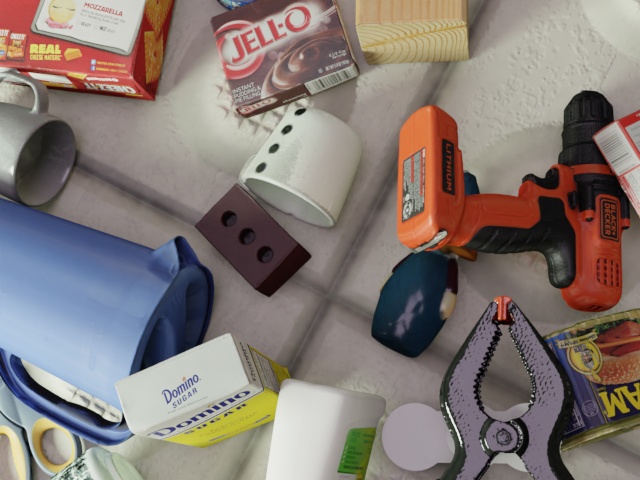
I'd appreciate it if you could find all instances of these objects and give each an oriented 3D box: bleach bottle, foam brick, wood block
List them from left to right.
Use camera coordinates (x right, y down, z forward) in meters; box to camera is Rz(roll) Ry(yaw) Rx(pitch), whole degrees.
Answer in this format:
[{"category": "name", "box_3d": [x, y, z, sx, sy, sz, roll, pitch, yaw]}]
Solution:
[{"category": "foam brick", "box_3d": [-0.056, 0.001, 0.893, 0.078, 0.051, 0.053, 44, 89, 15]}, {"category": "bleach bottle", "box_3d": [-0.013, 0.234, 0.800, 0.068, 0.102, 0.251, 8, 82, 23]}, {"category": "wood block", "box_3d": [0.079, -0.264, 0.903, 0.091, 0.090, 0.206, -1, 78, 9]}]

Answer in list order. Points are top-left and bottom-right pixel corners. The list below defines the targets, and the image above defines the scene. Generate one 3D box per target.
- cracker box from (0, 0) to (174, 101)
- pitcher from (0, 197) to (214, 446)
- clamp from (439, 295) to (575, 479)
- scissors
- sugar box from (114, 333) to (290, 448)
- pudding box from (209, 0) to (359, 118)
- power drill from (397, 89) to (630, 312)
[{"category": "cracker box", "box_3d": [-0.214, -0.242, 0.963, 0.164, 0.072, 0.213, 7, 79, 11]}, {"category": "pitcher", "box_3d": [-0.222, 0.052, 0.879, 0.243, 0.145, 0.149, 20, 61, 16]}, {"category": "clamp", "box_3d": [0.142, 0.146, 0.755, 0.165, 0.036, 0.210, 5, 79, 16]}, {"category": "scissors", "box_3d": [-0.258, 0.128, 0.924, 0.096, 0.016, 0.202, -9, 77, 7]}, {"category": "sugar box", "box_3d": [-0.079, 0.119, 0.809, 0.093, 0.176, 0.048, -24, 75, 5]}, {"category": "pudding box", "box_3d": [-0.031, -0.168, 0.929, 0.113, 0.039, 0.090, -18, 76, 7]}, {"category": "power drill", "box_3d": [0.153, -0.046, 0.820, 0.187, 0.057, 0.184, 11, 69, -20]}]
